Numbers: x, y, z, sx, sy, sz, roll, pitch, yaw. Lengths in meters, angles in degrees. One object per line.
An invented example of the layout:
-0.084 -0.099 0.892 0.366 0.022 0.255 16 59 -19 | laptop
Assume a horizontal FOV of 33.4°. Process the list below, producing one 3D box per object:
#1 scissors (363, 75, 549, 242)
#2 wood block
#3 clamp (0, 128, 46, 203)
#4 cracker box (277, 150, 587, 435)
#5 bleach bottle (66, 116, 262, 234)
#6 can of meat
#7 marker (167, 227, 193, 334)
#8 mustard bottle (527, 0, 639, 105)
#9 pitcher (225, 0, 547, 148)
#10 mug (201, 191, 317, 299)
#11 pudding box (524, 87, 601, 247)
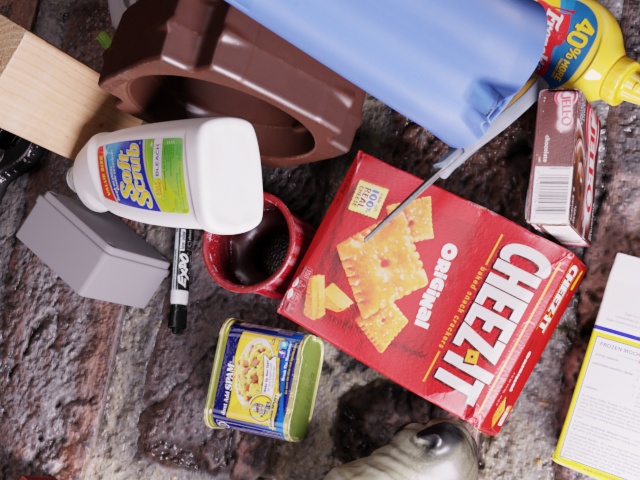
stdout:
0.107 -0.068 0.895 0.202 0.096 0.016 -40 96 0 | scissors
-0.272 -0.147 1.046 0.091 0.205 0.090 33 93 27 | wood block
-0.348 -0.079 1.159 0.171 0.039 0.120 -39 67 12 | clamp
0.090 0.041 0.912 0.214 0.072 0.164 28 90 27 | cracker box
-0.157 -0.055 0.981 0.251 0.067 0.102 -1 94 47 | bleach bottle
-0.049 0.127 0.965 0.084 0.057 0.102 8 82 23 | can of meat
-0.136 0.032 1.047 0.020 0.020 0.121 -3 77 24 | marker
0.199 -0.168 0.918 0.192 0.058 0.096 36 101 26 | mustard bottle
0.042 -0.187 0.830 0.149 0.242 0.145 -13 53 65 | pitcher
-0.056 0.001 0.983 0.117 0.081 0.093 42 97 26 | mug
0.201 -0.058 0.874 0.039 0.090 0.113 5 81 27 | pudding box
